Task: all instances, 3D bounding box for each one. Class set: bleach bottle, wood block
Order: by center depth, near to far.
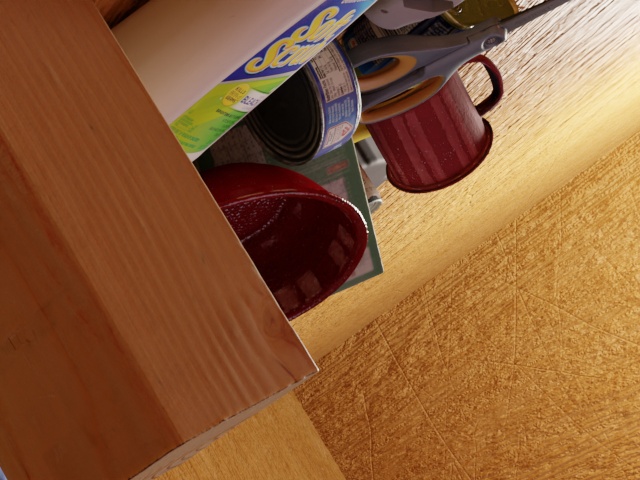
[{"bbox_3d":[-0.106,-0.005,0.419,0.090,0.206,0.090,-38,170,32],"label":"wood block"},{"bbox_3d":[-0.011,-0.130,0.531,0.251,0.068,0.102,-37,170,13],"label":"bleach bottle"}]

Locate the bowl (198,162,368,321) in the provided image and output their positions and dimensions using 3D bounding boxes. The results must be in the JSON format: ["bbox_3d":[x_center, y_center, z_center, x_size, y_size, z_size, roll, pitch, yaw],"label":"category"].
[{"bbox_3d":[-0.054,0.001,0.672,0.162,0.055,0.162,-17,148,-11],"label":"bowl"}]

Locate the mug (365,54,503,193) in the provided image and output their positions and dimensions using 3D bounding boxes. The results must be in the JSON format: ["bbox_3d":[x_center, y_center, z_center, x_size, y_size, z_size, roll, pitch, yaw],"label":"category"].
[{"bbox_3d":[0.088,-0.103,0.832,0.117,0.093,0.081,-29,127,5],"label":"mug"}]

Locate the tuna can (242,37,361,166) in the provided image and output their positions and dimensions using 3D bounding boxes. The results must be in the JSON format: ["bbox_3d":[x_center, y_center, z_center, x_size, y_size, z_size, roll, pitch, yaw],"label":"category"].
[{"bbox_3d":[-0.015,-0.090,0.643,0.033,0.086,0.086,-28,170,-32],"label":"tuna can"}]

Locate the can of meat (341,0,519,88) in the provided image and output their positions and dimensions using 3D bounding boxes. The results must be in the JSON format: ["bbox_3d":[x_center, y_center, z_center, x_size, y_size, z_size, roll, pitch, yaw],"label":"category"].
[{"bbox_3d":[0.073,-0.147,0.730,0.084,0.057,0.101,-36,170,37],"label":"can of meat"}]

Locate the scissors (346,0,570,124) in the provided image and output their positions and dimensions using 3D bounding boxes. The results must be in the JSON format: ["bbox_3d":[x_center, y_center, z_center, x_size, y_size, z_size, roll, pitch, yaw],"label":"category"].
[{"bbox_3d":[0.088,-0.129,0.658,0.202,0.016,0.096,-30,155,32],"label":"scissors"}]
